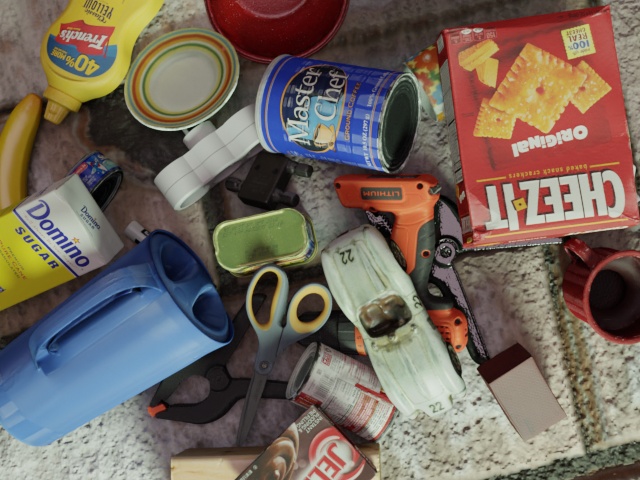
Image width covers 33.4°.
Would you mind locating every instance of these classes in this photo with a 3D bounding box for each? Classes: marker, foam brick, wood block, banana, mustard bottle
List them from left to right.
[{"bbox_3d":[-0.323,-0.058,1.155,0.069,0.037,0.198,-8,88,0],"label":"banana"},{"bbox_3d":[-0.247,-0.213,1.151,0.096,0.058,0.191,26,88,7],"label":"mustard bottle"},{"bbox_3d":[-0.159,0.022,1.146,0.121,0.020,0.020,38,89,6],"label":"marker"},{"bbox_3d":[-0.041,0.256,1.083,0.206,0.091,0.090,-2,85,4],"label":"wood block"},{"bbox_3d":[0.203,0.153,1.081,0.053,0.051,0.078,-31,104,1],"label":"foam brick"}]

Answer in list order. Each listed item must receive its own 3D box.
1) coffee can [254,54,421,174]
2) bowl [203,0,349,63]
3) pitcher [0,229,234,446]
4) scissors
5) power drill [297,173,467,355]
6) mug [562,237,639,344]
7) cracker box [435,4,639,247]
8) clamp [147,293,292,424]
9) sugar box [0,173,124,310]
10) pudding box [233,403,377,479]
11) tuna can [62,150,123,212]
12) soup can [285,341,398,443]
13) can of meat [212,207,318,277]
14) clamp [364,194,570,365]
[{"bbox_3d":[0.018,-0.129,1.082,0.140,0.102,0.103,13,86,25],"label":"coffee can"},{"bbox_3d":[-0.049,-0.274,1.143,0.162,0.055,0.162,0,85,4],"label":"bowl"},{"bbox_3d":[-0.222,0.103,1.069,0.243,0.145,0.149,-33,114,13],"label":"pitcher"},{"bbox_3d":[-0.038,0.119,1.088,0.096,0.016,0.202,0,109,-5],"label":"scissors"},{"bbox_3d":[0.056,0.026,1.090,0.184,0.057,0.188,-1,101,14],"label":"power drill"},{"bbox_3d":[0.285,0.042,1.068,0.117,0.081,0.093,44,90,-10],"label":"mug"},{"bbox_3d":[0.209,-0.109,1.035,0.164,0.072,0.214,-7,87,0],"label":"cracker box"},{"bbox_3d":[-0.096,0.149,1.123,0.171,0.039,0.120,-36,82,1],"label":"clamp"},{"bbox_3d":[-0.298,0.007,1.095,0.176,0.048,0.093,-22,109,30],"label":"sugar box"},{"bbox_3d":[-0.015,0.225,1.018,0.113,0.039,0.090,-44,83,-1],"label":"pudding box"},{"bbox_3d":[-0.246,-0.051,1.125,0.034,0.086,0.086,36,89,5],"label":"tuna can"},{"bbox_3d":[0.024,0.154,1.085,0.102,0.068,0.068,28,88,-10],"label":"soup can"},{"bbox_3d":[-0.057,0.001,1.107,0.102,0.084,0.057,-13,85,3],"label":"can of meat"},{"bbox_3d":[0.132,0.023,1.115,0.210,0.036,0.164,26,95,9],"label":"clamp"}]
